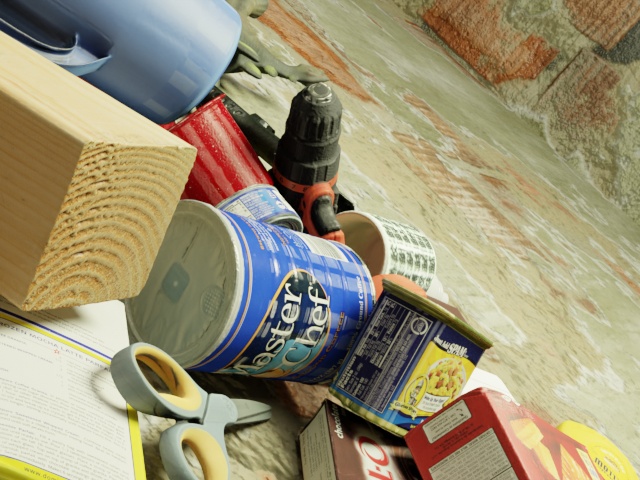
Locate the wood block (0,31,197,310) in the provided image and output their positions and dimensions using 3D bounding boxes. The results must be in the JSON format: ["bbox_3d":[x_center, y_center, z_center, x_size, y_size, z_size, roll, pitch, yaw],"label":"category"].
[{"bbox_3d":[-0.180,-0.055,0.563,0.206,0.091,0.090,31,17,25],"label":"wood block"}]

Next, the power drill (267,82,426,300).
[{"bbox_3d":[0.014,-0.001,0.811,0.057,0.184,0.188,-12,51,-19],"label":"power drill"}]

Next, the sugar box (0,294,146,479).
[{"bbox_3d":[-0.138,0.075,0.520,0.093,0.048,0.176,30,17,-27],"label":"sugar box"}]

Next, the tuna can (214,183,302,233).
[{"bbox_3d":[-0.055,0.001,0.782,0.034,0.086,0.086,49,21,22],"label":"tuna can"}]

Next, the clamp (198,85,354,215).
[{"bbox_3d":[-0.058,-0.097,1.057,0.210,0.036,0.164,41,1,36],"label":"clamp"}]

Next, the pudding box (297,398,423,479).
[{"bbox_3d":[0.034,0.160,0.656,0.090,0.039,0.113,31,20,-22],"label":"pudding box"}]

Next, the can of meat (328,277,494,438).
[{"bbox_3d":[0.059,0.083,0.703,0.058,0.084,0.102,27,-4,35],"label":"can of meat"}]

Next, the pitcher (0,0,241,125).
[{"bbox_3d":[-0.180,-0.184,0.763,0.242,0.149,0.145,36,-3,-26],"label":"pitcher"}]

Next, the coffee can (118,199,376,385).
[{"bbox_3d":[-0.045,0.037,0.690,0.140,0.103,0.103,16,30,-50],"label":"coffee can"}]

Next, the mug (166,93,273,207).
[{"bbox_3d":[-0.095,-0.052,0.832,0.093,0.117,0.081,-38,99,-28],"label":"mug"}]

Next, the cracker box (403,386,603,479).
[{"bbox_3d":[0.155,0.208,0.653,0.164,0.072,0.214,34,24,-46],"label":"cracker box"}]

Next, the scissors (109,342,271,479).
[{"bbox_3d":[-0.053,0.110,0.589,0.201,0.016,0.096,45,17,-58],"label":"scissors"}]
